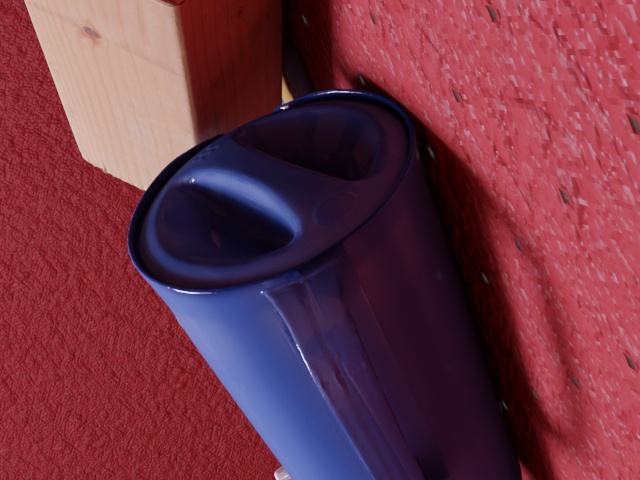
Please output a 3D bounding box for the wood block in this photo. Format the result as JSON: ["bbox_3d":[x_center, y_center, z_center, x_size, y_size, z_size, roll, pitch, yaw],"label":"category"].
[{"bbox_3d":[-0.077,-0.104,0.532,0.091,0.090,0.206,27,159,9],"label":"wood block"}]

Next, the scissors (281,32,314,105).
[{"bbox_3d":[-0.004,-0.057,0.668,0.201,0.016,0.096,65,172,-18],"label":"scissors"}]

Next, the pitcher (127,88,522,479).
[{"bbox_3d":[0.020,0.064,0.513,0.145,0.149,0.242,4,135,36],"label":"pitcher"}]
